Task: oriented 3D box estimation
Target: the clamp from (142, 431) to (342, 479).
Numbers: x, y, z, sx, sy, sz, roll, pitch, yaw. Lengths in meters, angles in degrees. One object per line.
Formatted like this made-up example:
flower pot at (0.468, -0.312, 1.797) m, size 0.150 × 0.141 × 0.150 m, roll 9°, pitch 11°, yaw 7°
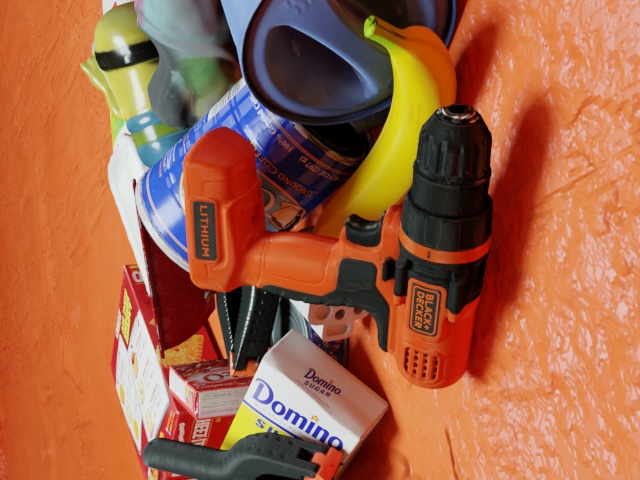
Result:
clamp at (-0.058, 0.175, 0.800) m, size 0.172 × 0.120 × 0.039 m, roll -35°, pitch 24°, yaw 44°

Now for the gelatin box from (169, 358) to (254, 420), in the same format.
gelatin box at (-0.080, 0.128, 0.937) m, size 0.073 × 0.089 × 0.030 m, roll -155°, pitch 64°, yaw -62°

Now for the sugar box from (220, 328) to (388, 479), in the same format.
sugar box at (-0.021, 0.152, 0.821) m, size 0.093 × 0.048 × 0.176 m, roll 38°, pitch 142°, yaw 12°

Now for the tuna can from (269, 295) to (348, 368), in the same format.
tuna can at (-0.012, 0.075, 0.844) m, size 0.086 × 0.033 × 0.086 m, roll 175°, pitch 90°, yaw -65°

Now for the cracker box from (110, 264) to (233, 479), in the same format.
cracker box at (-0.163, 0.153, 1.146) m, size 0.214 × 0.072 × 0.164 m, roll -118°, pitch 34°, yaw -42°

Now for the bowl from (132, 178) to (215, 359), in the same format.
bowl at (-0.127, 0.021, 0.942) m, size 0.162 × 0.055 × 0.162 m, roll 171°, pitch 90°, yaw -82°

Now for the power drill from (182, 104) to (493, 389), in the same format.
power drill at (0.010, -0.010, 0.635) m, size 0.188 × 0.057 × 0.184 m, roll 17°, pitch 125°, yaw 23°

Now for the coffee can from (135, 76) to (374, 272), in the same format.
coffee can at (-0.047, -0.051, 0.749) m, size 0.140 × 0.102 × 0.103 m, roll -40°, pitch 53°, yaw 26°

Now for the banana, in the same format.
banana at (0.043, -0.064, 0.659) m, size 0.198 × 0.069 × 0.037 m, roll 103°, pitch 167°, yaw -50°

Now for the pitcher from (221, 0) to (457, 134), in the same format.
pitcher at (-0.013, -0.193, 0.702) m, size 0.149 × 0.144 × 0.243 m, roll -55°, pitch 40°, yaw 35°

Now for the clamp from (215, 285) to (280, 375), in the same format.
clamp at (-0.056, 0.001, 0.856) m, size 0.165 × 0.036 × 0.210 m, roll 146°, pitch 124°, yaw -61°
